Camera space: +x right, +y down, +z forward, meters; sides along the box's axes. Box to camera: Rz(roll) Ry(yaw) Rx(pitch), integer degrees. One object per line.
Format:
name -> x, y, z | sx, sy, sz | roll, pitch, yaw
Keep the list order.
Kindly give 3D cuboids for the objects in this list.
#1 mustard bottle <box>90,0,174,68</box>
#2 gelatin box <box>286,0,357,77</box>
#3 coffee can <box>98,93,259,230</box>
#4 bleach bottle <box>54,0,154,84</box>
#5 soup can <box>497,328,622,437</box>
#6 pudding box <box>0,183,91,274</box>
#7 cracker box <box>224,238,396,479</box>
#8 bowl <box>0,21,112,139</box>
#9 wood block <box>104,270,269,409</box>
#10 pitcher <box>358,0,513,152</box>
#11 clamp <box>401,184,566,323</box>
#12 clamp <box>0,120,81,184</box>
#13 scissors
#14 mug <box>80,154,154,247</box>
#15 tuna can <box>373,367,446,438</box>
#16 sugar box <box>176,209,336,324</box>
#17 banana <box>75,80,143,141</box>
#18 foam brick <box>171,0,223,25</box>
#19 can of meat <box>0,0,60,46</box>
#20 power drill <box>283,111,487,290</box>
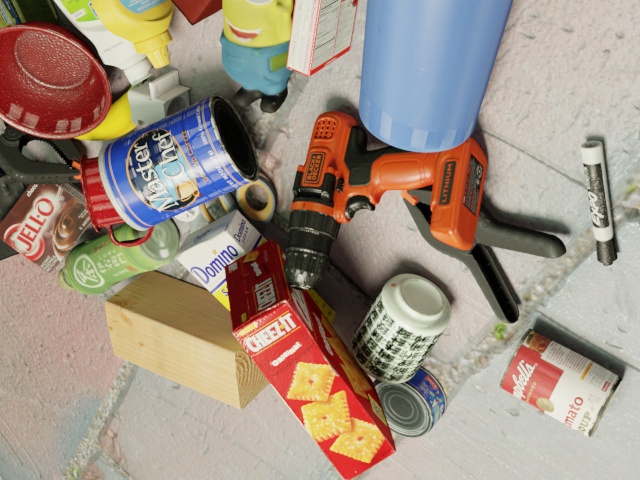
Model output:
mustard bottle -> -0.200, -0.269, 1.099 | 0.058, 0.096, 0.191 | -7, 114, 37
gelatin box -> 0.003, -0.208, 0.997 | 0.030, 0.073, 0.089 | 27, 132, 21
coffee can -> -0.151, -0.083, 1.144 | 0.140, 0.102, 0.103 | -23, 105, 16
bleach bottle -> -0.261, -0.285, 1.163 | 0.103, 0.068, 0.251 | -14, 111, 42
soup can -> 0.236, 0.141, 1.054 | 0.102, 0.068, 0.068 | 29, 132, 19
pudding box -> -0.352, -0.026, 1.380 | 0.090, 0.039, 0.114 | 37, 106, -12
cracker box -> -0.013, 0.122, 1.121 | 0.072, 0.164, 0.213 | -32, 113, 5
bowl -> -0.313, -0.193, 1.220 | 0.162, 0.055, 0.162 | 4, 137, 4
wood block -> -0.159, 0.121, 1.336 | 0.206, 0.090, 0.090 | 17, 128, 28
pitcher -> 0.094, -0.205, 0.902 | 0.145, 0.149, 0.243 | 17, 132, 10
clamp -> 0.151, 0.005, 1.052 | 0.172, 0.039, 0.120 | 35, 130, 23
clamp -> -0.392, -0.121, 1.330 | 0.210, 0.164, 0.036 | 32, 156, 5
scissors -> -0.058, 0.002, 1.224 | 0.096, 0.016, 0.201 | -33, 114, 22
mug -> -0.228, -0.051, 1.254 | 0.093, 0.081, 0.117 | 116, 143, -86
tuna can -> 0.098, 0.182, 1.215 | 0.086, 0.033, 0.086 | 20, 129, 27
sugar box -> -0.073, 0.051, 1.219 | 0.094, 0.048, 0.176 | -26, 119, 40
banana -> -0.274, -0.153, 1.283 | 0.198, 0.037, 0.069 | -3, 87, 36
foam brick -> -0.127, -0.268, 1.075 | 0.078, 0.052, 0.051 | 48, 136, -1
can of meat -> -0.363, -0.271, 1.256 | 0.084, 0.057, 0.102 | -8, 114, 39
power drill -> 0.056, -0.035, 1.022 | 0.188, 0.057, 0.184 | 5, 76, 29
